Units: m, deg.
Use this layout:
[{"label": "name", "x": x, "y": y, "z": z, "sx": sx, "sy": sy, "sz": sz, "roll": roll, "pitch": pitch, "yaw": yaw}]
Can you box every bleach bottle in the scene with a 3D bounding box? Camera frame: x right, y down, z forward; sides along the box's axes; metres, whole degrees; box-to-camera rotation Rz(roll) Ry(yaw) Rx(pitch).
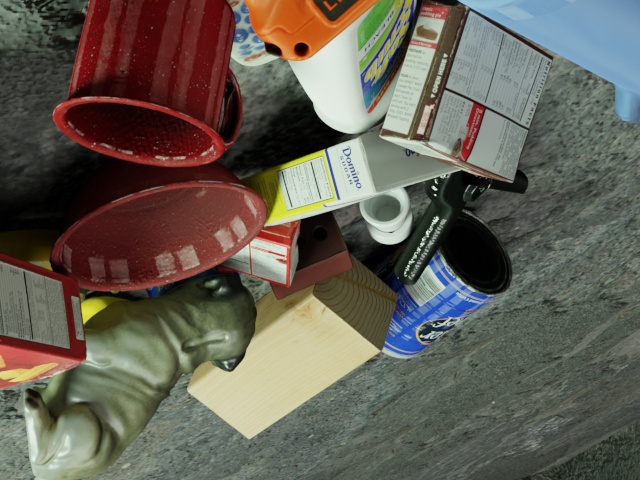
[{"label": "bleach bottle", "x": 0.024, "y": -0.131, "z": 0.650, "sx": 0.102, "sy": 0.068, "sz": 0.250, "roll": -60, "pitch": 167, "yaw": -5}]

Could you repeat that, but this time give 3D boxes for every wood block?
[{"label": "wood block", "x": -0.030, "y": 0.104, "z": 1.078, "sx": 0.206, "sy": 0.090, "sz": 0.090, "roll": -39, "pitch": -163, "yaw": 35}]

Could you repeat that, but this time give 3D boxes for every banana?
[{"label": "banana", "x": -0.198, "y": 0.020, "z": 0.840, "sx": 0.070, "sy": 0.037, "sz": 0.197, "roll": -32, "pitch": 156, "yaw": 21}]

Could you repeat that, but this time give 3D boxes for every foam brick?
[{"label": "foam brick", "x": -0.016, "y": 0.010, "z": 0.967, "sx": 0.078, "sy": 0.053, "sz": 0.051, "roll": -23, "pitch": 158, "yaw": 0}]

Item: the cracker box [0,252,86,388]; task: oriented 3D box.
[{"label": "cracker box", "x": -0.267, "y": 0.059, "z": 0.680, "sx": 0.164, "sy": 0.072, "sz": 0.213, "roll": -14, "pitch": 168, "yaw": 8}]

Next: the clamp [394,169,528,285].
[{"label": "clamp", "x": 0.122, "y": -0.047, "z": 0.941, "sx": 0.164, "sy": 0.036, "sz": 0.210, "roll": -42, "pitch": 156, "yaw": -9}]

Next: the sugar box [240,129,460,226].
[{"label": "sugar box", "x": 0.021, "y": -0.050, "z": 0.783, "sx": 0.093, "sy": 0.048, "sz": 0.177, "roll": -17, "pitch": 180, "yaw": -33}]

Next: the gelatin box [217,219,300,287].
[{"label": "gelatin box", "x": -0.056, "y": 0.001, "z": 0.894, "sx": 0.073, "sy": 0.030, "sz": 0.089, "roll": 16, "pitch": 155, "yaw": 5}]

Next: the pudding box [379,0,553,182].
[{"label": "pudding box", "x": 0.095, "y": -0.092, "z": 0.677, "sx": 0.113, "sy": 0.039, "sz": 0.090, "roll": 14, "pitch": 94, "yaw": -51}]

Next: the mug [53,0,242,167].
[{"label": "mug", "x": -0.084, "y": -0.091, "z": 0.592, "sx": 0.093, "sy": 0.081, "sz": 0.117, "roll": -6, "pitch": 159, "yaw": 40}]

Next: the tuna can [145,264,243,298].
[{"label": "tuna can", "x": -0.115, "y": 0.040, "z": 0.967, "sx": 0.086, "sy": 0.034, "sz": 0.086, "roll": -19, "pitch": 158, "yaw": -8}]

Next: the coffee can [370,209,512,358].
[{"label": "coffee can", "x": 0.112, "y": 0.045, "z": 1.100, "sx": 0.102, "sy": 0.103, "sz": 0.141, "roll": -1, "pitch": 150, "yaw": -42}]

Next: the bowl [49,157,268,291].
[{"label": "bowl", "x": -0.123, "y": -0.022, "z": 0.784, "sx": 0.162, "sy": 0.055, "sz": 0.162, "roll": -17, "pitch": 157, "yaw": -7}]
